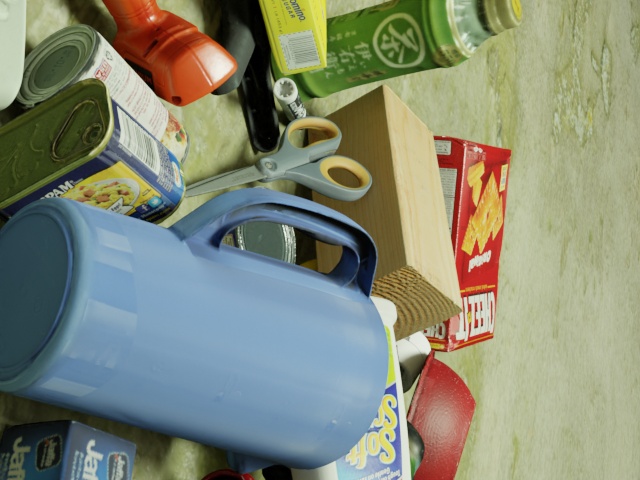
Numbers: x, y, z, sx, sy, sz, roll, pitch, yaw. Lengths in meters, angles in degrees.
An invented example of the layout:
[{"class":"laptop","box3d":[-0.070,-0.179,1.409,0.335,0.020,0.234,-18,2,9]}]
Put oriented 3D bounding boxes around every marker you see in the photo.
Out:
[{"class":"marker","box3d":[-0.024,-0.115,0.918,0.121,0.020,0.020,52,32,-82]}]

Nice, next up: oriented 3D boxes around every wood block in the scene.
[{"class":"wood block","box3d":[0.054,-0.023,0.945,0.090,0.091,0.206,38,35,-40]}]

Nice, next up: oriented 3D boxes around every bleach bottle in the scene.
[{"class":"bleach bottle","box3d":[0.026,0.161,0.768,0.102,0.068,0.251,11,55,-34]}]

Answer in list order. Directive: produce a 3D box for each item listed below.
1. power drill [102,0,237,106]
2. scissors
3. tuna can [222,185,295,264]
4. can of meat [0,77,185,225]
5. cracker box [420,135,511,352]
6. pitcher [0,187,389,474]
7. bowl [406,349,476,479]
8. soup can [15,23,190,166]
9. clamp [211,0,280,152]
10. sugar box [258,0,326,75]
[{"class":"power drill","box3d":[-0.120,-0.178,0.670,0.057,0.185,0.187,-35,128,-15]},{"class":"scissors","box3d":[-0.025,-0.046,0.849,0.096,0.016,0.201,40,38,5]},{"class":"tuna can","box3d":[-0.056,0.001,0.853,0.086,0.034,0.086,27,59,-56]},{"class":"can of meat","box3d":[-0.142,-0.037,0.635,0.083,0.102,0.057,44,24,-51]},{"class":"cracker box","box3d":[0.141,0.002,1.119,0.164,0.072,0.214,-1,96,-64]},{"class":"pitcher","box3d":[-0.075,0.048,0.642,0.242,0.145,0.149,23,58,-45]},{"class":"bowl","box3d":[0.107,0.187,0.997,0.162,0.055,0.162,17,90,-79]},{"class":"soup can","box3d":[-0.140,-0.081,0.689,0.102,0.069,0.068,50,41,-43]},{"class":"clamp","box3d":[-0.064,-0.168,0.877,0.120,0.039,0.171,49,34,-74]},{"class":"sugar box","box3d":[-0.022,-0.227,0.913,0.176,0.048,0.093,-86,165,-49]}]
